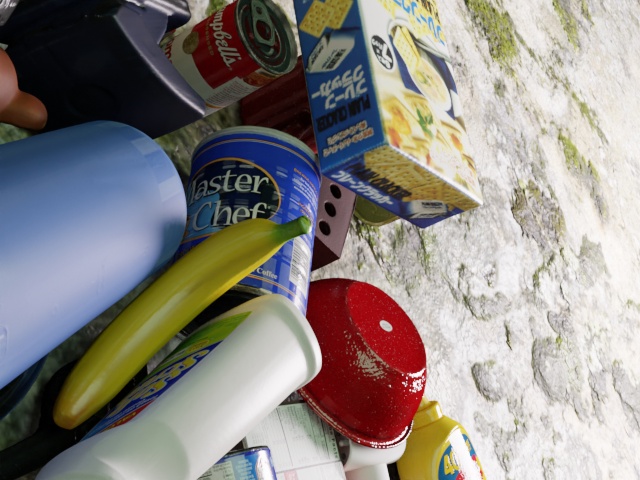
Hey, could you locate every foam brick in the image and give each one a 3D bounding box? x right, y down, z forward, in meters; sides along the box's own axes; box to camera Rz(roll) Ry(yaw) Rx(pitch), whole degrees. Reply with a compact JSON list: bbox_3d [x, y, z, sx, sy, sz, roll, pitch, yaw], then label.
[{"bbox_3d":[-0.010,-0.019,0.905,0.053,0.051,0.078,44,42,-29],"label":"foam brick"}]

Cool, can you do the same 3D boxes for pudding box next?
[{"bbox_3d":[-0.030,0.167,0.794,0.113,0.039,0.090,6,65,-54],"label":"pudding box"}]

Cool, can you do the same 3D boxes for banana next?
[{"bbox_3d":[-0.094,0.042,0.671,0.197,0.070,0.037,-42,100,-17],"label":"banana"}]

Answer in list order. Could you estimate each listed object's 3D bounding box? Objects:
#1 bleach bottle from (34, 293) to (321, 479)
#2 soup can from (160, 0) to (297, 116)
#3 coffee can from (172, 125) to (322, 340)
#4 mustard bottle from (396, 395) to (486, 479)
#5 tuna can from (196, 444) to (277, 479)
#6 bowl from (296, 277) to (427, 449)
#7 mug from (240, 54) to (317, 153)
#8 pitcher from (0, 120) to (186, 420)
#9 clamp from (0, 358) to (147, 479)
[{"bbox_3d":[-0.088,0.111,0.618,0.068,0.103,0.250,61,25,-6],"label":"bleach bottle"},{"bbox_3d":[-0.078,-0.143,0.838,0.068,0.102,0.068,28,51,-42],"label":"soup can"},{"bbox_3d":[-0.055,0.001,0.791,0.102,0.103,0.140,36,46,-37],"label":"coffee can"},{"bbox_3d":[0.112,0.218,0.937,0.096,0.058,0.191,-22,90,-55],"label":"mustard bottle"},{"bbox_3d":[-0.071,0.161,0.701,0.085,0.086,0.034,2,69,-52],"label":"tuna can"},{"bbox_3d":[0.035,0.086,0.867,0.162,0.055,0.162,36,29,-24],"label":"bowl"},{"bbox_3d":[-0.019,-0.108,0.915,0.093,0.082,0.117,54,37,-20],"label":"mug"},{"bbox_3d":[-0.179,0.017,0.604,0.145,0.149,0.242,55,29,-1],"label":"pitcher"},{"bbox_3d":[-0.142,0.138,0.660,0.120,0.039,0.171,58,36,-20],"label":"clamp"}]
